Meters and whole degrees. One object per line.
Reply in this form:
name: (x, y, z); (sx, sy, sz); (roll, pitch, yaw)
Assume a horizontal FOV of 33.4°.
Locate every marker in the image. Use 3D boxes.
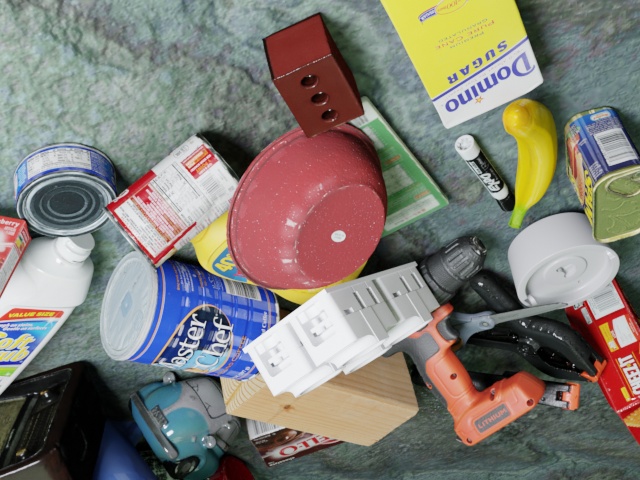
marker: (0.160, -0.061, 1.014); (0.020, 0.020, 0.121); (-28, 141, 16)

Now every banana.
banana: (0.190, -0.081, 0.959); (0.037, 0.069, 0.197); (13, 157, 19)

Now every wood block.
wood block: (-0.002, 0.152, 1.172); (0.205, 0.090, 0.091); (21, 131, -38)

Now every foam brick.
foam brick: (-0.005, -0.129, 0.846); (0.053, 0.051, 0.078); (-23, 142, 11)

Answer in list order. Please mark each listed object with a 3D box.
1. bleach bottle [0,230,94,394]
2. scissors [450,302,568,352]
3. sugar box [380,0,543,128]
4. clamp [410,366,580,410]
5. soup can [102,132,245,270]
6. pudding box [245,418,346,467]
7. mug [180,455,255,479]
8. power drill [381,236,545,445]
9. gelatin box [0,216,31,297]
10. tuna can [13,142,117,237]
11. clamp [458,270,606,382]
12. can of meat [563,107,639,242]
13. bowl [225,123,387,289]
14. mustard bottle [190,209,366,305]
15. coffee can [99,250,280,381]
bleach bottle: (-0.297, 0.070, 0.993); (0.102, 0.068, 0.251); (21, 128, -38)
scissors: (0.157, 0.078, 1.136); (0.096, 0.016, 0.202); (34, 141, -19)
sugar box: (0.110, -0.168, 0.840); (0.093, 0.048, 0.176); (-24, 141, 12)
clamp: (0.231, 0.171, 1.242); (0.164, 0.036, 0.210); (9, 174, -36)
soup can: (-0.121, -0.033, 0.889); (0.102, 0.069, 0.068); (-40, 142, -6)
pudding box: (-0.026, 0.229, 1.302); (0.113, 0.039, 0.090); (-17, 143, 3)
mug: (-0.136, 0.316, 1.347); (0.082, 0.093, 0.117); (-34, 103, 15)
power drill: (0.145, 0.106, 1.108); (0.185, 0.187, 0.057); (-41, 178, 33)
gelatin box: (-0.296, 0.011, 0.883); (0.089, 0.073, 0.030); (11, 143, 10)
tuna can: (-0.215, -0.041, 0.901); (0.086, 0.034, 0.086); (-9, 142, -7)
clamp: (0.225, 0.109, 1.170); (0.039, 0.171, 0.120); (-49, 166, -26)
can of meat: (0.267, -0.062, 0.995); (0.057, 0.084, 0.102); (-17, 143, 2)
bowl: (0.002, -0.017, 0.905); (0.161, 0.055, 0.162); (-19, 127, -28)
mustard bottle: (-0.056, 0.002, 0.982); (0.191, 0.058, 0.096); (21, 134, -31)
coffee can: (-0.125, 0.074, 1.021); (0.140, 0.103, 0.103); (15, 133, -34)
